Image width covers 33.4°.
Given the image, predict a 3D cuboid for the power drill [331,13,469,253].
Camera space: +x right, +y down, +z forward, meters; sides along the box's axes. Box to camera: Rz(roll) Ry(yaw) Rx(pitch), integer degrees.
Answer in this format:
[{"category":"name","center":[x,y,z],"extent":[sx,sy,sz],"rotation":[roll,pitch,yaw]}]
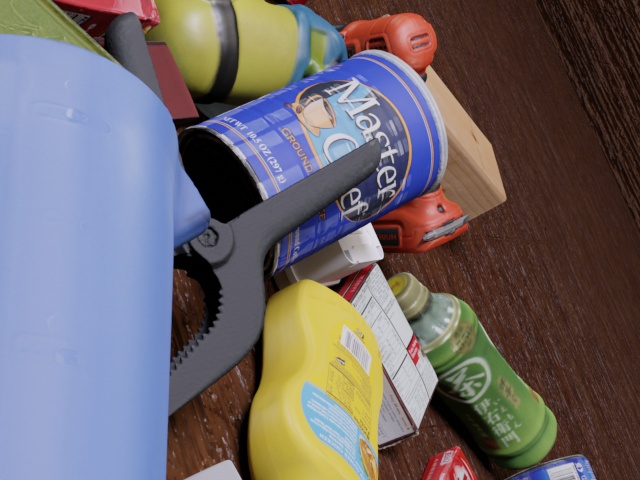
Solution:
[{"category":"power drill","center":[0.038,-0.084,0.864],"extent":[0.057,0.185,0.187],"rotation":[-26,106,-30]}]

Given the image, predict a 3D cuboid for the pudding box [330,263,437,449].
[{"category":"pudding box","center":[0.041,0.083,0.789],"extent":[0.113,0.039,0.090],"rotation":[61,23,-8]}]

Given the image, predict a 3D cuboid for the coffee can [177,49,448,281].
[{"category":"coffee can","center":[-0.006,-0.048,0.665],"extent":[0.140,0.103,0.103],"rotation":[-28,92,-30]}]

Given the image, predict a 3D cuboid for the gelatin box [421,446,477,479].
[{"category":"gelatin box","center":[0.108,0.211,0.805],"extent":[0.089,0.030,0.073],"rotation":[61,22,-5]}]

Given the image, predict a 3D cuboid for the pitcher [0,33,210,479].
[{"category":"pitcher","center":[-0.123,0.055,0.368],"extent":[0.145,0.149,0.243],"rotation":[63,17,-54]}]

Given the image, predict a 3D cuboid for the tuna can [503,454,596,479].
[{"category":"tuna can","center":[0.195,0.215,0.919],"extent":[0.086,0.086,0.034],"rotation":[23,43,-58]}]

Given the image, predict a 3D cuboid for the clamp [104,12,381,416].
[{"category":"clamp","center":[-0.054,0.001,0.549],"extent":[0.164,0.036,0.210],"rotation":[18,70,-20]}]

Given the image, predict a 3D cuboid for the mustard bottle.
[{"category":"mustard bottle","center":[-0.002,0.115,0.633],"extent":[0.096,0.058,0.191],"rotation":[52,24,-28]}]
